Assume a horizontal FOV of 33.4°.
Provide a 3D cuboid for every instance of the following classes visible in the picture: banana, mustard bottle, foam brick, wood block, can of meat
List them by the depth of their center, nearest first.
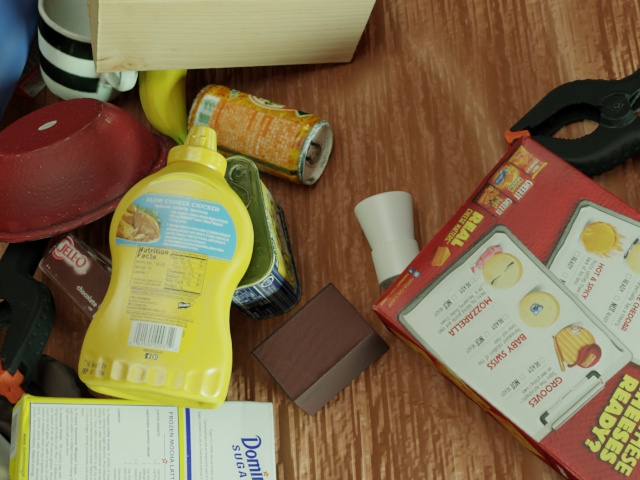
[{"bbox_3d":[-0.096,0.012,0.717,0.096,0.058,0.191,8,72,3],"label":"mustard bottle"},{"bbox_3d":[0.000,0.078,0.764,0.078,0.053,0.051,-41,65,-2],"label":"foam brick"},{"bbox_3d":[-0.055,0.001,0.791,0.057,0.084,0.102,-17,67,9],"label":"can of meat"},{"bbox_3d":[-0.072,-0.194,0.820,0.205,0.091,0.090,-5,66,-15],"label":"wood block"},{"bbox_3d":[-0.109,-0.168,0.885,0.037,0.069,0.198,-1,69,44],"label":"banana"}]

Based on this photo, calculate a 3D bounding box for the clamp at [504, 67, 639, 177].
[{"bbox_3d":[0.222,-0.081,0.766,0.171,0.039,0.120,-23,50,12],"label":"clamp"}]

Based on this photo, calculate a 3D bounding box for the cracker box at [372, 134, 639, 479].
[{"bbox_3d":[0.169,0.057,0.715,0.214,0.072,0.164,39,85,24],"label":"cracker box"}]

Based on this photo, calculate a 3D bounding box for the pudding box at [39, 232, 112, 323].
[{"bbox_3d":[-0.146,0.051,0.795,0.039,0.090,0.114,-46,66,-1],"label":"pudding box"}]

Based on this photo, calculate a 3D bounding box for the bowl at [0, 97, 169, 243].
[{"bbox_3d":[-0.201,-0.065,0.828,0.162,0.055,0.162,-15,30,8],"label":"bowl"}]

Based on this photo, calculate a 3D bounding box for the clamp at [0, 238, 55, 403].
[{"bbox_3d":[-0.262,0.051,0.816,0.164,0.036,0.210,-26,41,2],"label":"clamp"}]

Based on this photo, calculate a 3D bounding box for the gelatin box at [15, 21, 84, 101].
[{"bbox_3d":[-0.252,-0.178,0.944,0.089,0.030,0.073,-46,66,-2],"label":"gelatin box"}]

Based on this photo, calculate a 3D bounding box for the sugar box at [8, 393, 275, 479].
[{"bbox_3d":[-0.119,0.156,0.725,0.176,0.048,0.093,7,66,-23],"label":"sugar box"}]
